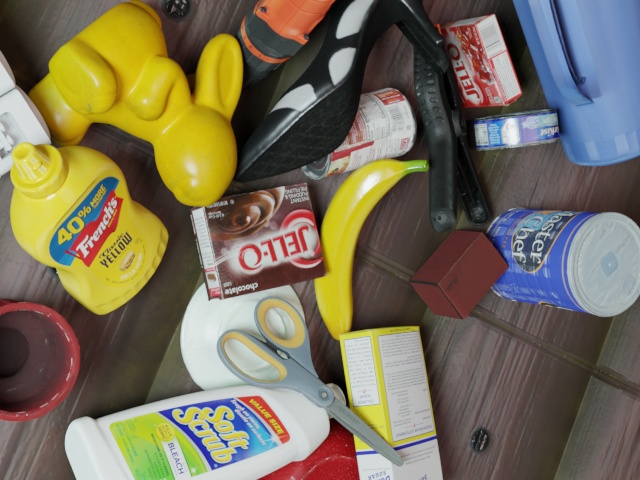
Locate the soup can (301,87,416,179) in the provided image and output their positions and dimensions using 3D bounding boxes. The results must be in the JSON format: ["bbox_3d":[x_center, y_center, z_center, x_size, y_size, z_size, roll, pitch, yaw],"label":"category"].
[{"bbox_3d":[0.031,-0.102,1.009,0.102,0.069,0.068,-18,102,-28],"label":"soup can"}]

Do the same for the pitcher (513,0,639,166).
[{"bbox_3d":[0.275,-0.201,1.104,0.149,0.145,0.243,-23,108,-9],"label":"pitcher"}]

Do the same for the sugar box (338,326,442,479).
[{"bbox_3d":[0.070,0.172,1.026,0.093,0.048,0.176,2,80,-54],"label":"sugar box"}]

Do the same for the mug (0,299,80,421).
[{"bbox_3d":[-0.258,0.085,0.851,0.117,0.082,0.093,36,76,-27],"label":"mug"}]

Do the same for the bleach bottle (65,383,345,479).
[{"bbox_3d":[-0.091,0.171,0.952,0.250,0.068,0.102,-16,65,-31],"label":"bleach bottle"}]

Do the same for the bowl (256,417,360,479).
[{"bbox_3d":[0.001,0.245,1.025,0.161,0.055,0.162,-3,95,-29],"label":"bowl"}]

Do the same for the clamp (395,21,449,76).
[{"bbox_3d":[0.063,-0.225,1.008,0.120,0.039,0.171,4,82,-4],"label":"clamp"}]

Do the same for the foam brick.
[{"bbox_3d":[0.141,0.034,1.090,0.078,0.051,0.053,-46,113,-19],"label":"foam brick"}]

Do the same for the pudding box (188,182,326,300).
[{"bbox_3d":[-0.056,0.001,0.976,0.113,0.039,0.090,-12,89,-28],"label":"pudding box"}]

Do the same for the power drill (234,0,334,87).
[{"bbox_3d":[-0.014,-0.236,0.937,0.057,0.185,0.187,30,59,-17],"label":"power drill"}]

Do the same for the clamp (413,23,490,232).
[{"bbox_3d":[0.120,-0.105,1.040,0.164,0.036,0.210,-27,105,-69],"label":"clamp"}]

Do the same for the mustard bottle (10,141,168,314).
[{"bbox_3d":[-0.190,-0.019,0.839,0.096,0.058,0.191,-50,152,-13],"label":"mustard bottle"}]

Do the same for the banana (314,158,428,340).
[{"bbox_3d":[0.031,-0.001,1.009,0.037,0.070,0.198,-23,140,-64],"label":"banana"}]

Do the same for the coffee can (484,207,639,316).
[{"bbox_3d":[0.248,0.019,1.098,0.102,0.141,0.103,-2,95,-29],"label":"coffee can"}]

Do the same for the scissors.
[{"bbox_3d":[0.001,0.122,0.976,0.201,0.016,0.096,27,61,-10],"label":"scissors"}]

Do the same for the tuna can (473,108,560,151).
[{"bbox_3d":[0.201,-0.114,1.093,0.086,0.086,0.034,-11,97,-28],"label":"tuna can"}]

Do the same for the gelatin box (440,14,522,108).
[{"bbox_3d":[0.157,-0.178,1.071,0.030,0.073,0.089,-31,109,-23],"label":"gelatin box"}]
